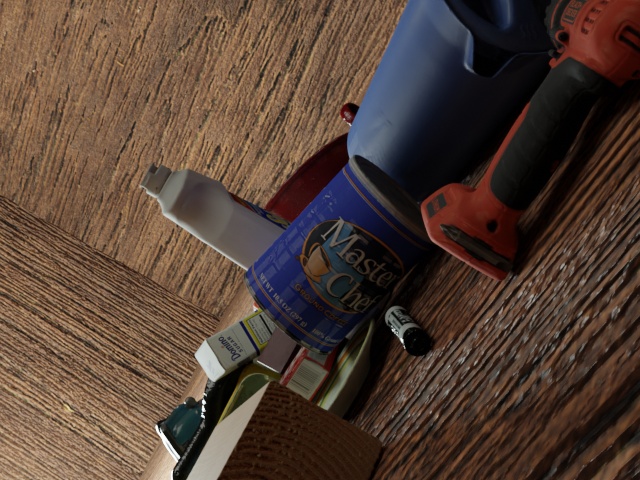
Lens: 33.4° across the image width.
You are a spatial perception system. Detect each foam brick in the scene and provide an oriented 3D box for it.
[{"bbox_3d":[-0.016,0.105,1.078,0.078,0.051,0.053,-60,31,-5],"label":"foam brick"}]

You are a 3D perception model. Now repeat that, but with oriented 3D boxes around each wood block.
[{"bbox_3d":[-0.040,0.178,0.775,0.090,0.090,0.206,-62,5,-23],"label":"wood block"}]

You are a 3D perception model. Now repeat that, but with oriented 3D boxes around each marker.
[{"bbox_3d":[0.064,0.066,0.783,0.020,0.020,0.121,-60,5,2],"label":"marker"}]

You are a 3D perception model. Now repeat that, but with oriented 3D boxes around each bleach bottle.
[{"bbox_3d":[-0.057,0.001,1.012,0.068,0.250,0.102,-59,5,10],"label":"bleach bottle"}]

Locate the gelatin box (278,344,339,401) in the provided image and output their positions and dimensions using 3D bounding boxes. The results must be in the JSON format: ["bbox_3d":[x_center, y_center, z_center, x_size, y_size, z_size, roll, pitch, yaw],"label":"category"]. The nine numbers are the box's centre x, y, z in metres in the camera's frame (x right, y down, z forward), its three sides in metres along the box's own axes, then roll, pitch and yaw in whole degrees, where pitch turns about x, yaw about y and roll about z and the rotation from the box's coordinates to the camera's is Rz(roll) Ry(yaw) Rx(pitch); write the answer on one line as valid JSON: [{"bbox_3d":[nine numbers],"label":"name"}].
[{"bbox_3d":[-0.019,0.128,0.970,0.089,0.030,0.073,-58,2,22],"label":"gelatin box"}]

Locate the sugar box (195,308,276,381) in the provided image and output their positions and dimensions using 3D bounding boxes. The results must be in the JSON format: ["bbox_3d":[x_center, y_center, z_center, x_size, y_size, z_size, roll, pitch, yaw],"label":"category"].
[{"bbox_3d":[-0.049,0.091,1.174,0.176,0.048,0.093,-32,-6,-20],"label":"sugar box"}]

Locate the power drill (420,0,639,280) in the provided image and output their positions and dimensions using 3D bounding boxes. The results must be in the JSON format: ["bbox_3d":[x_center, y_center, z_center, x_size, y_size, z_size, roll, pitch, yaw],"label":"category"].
[{"bbox_3d":[0.135,-0.077,0.673,0.188,0.057,0.184,-59,5,14],"label":"power drill"}]

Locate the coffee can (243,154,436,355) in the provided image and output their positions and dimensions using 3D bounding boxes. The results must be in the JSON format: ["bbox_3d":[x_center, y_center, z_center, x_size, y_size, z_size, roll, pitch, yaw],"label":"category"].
[{"bbox_3d":[0.019,0.012,0.904,0.140,0.103,0.102,-47,8,13],"label":"coffee can"}]

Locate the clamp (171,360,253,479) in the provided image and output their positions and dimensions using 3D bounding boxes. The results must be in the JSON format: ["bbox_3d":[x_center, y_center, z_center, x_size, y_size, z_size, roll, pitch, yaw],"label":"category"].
[{"bbox_3d":[-0.118,0.204,1.215,0.120,0.039,0.171,-1,-79,-67],"label":"clamp"}]

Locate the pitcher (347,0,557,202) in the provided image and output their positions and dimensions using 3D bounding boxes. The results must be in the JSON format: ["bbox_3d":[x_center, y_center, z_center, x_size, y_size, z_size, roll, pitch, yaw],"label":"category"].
[{"bbox_3d":[0.113,-0.145,0.912,0.149,0.145,0.243,-21,-21,-30],"label":"pitcher"}]

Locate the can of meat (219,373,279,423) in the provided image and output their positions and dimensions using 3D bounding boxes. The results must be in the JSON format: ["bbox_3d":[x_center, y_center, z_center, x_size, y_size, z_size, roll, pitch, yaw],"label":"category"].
[{"bbox_3d":[-0.071,0.192,1.066,0.084,0.057,0.102,100,-165,-58],"label":"can of meat"}]

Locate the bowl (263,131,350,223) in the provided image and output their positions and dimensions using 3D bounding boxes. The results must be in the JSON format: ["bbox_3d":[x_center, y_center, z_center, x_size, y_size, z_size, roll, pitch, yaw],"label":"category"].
[{"bbox_3d":[0.005,-0.045,1.182,0.162,0.055,0.162,-42,-11,-11],"label":"bowl"}]
